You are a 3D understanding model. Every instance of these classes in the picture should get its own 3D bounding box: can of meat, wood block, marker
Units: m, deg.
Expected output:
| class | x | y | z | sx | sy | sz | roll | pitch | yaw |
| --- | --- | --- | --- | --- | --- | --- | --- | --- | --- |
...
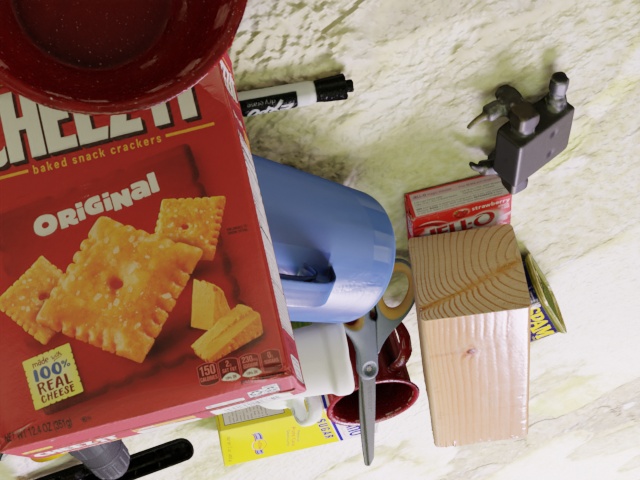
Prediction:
| class | x | y | z | sx | sy | sz | roll | pitch | yaw |
| --- | --- | --- | --- | --- | --- | --- | --- | --- | --- |
| can of meat | 0.184 | 0.067 | 1.042 | 0.084 | 0.057 | 0.102 | -22 | 145 | 15 |
| wood block | 0.134 | 0.091 | 0.945 | 0.091 | 0.090 | 0.206 | -8 | 140 | 3 |
| marker | -0.036 | -0.099 | 0.749 | 0.121 | 0.020 | 0.020 | -10 | 146 | -7 |

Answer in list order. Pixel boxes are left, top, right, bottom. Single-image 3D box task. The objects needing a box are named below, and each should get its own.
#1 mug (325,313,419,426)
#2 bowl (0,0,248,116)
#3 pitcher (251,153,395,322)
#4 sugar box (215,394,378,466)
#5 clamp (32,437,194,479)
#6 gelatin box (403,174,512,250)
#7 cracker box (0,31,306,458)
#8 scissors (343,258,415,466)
| class | x | y | z | sx | sy | sz | roll | pitch | yaw |
| --- | --- | --- | --- | --- | --- | --- | --- | --- | --- |
| mug | 0.048 | 0.118 | 1.039 | 0.093 | 0.081 | 0.117 | 9 | 140 | -31 |
| bowl | -0.121 | -0.141 | 0.569 | 0.162 | 0.162 | 0.055 | -5 | 176 | -14 |
| pitcher | -0.055 | 0.001 | 0.771 | 0.242 | 0.149 | 0.145 | 11 | 150 | -42 |
| sugar box | -0.023 | 0.190 | 1.149 | 0.176 | 0.048 | 0.093 | -9 | 146 | -7 |
| clamp | -0.253 | 0.260 | 1.106 | 0.210 | 0.036 | 0.164 | -17 | -174 | 31 |
| gelatin box | 0.118 | -0.018 | 0.917 | 0.089 | 0.030 | 0.073 | -14 | 146 | -2 |
| cracker box | -0.112 | 0.001 | 0.611 | 0.164 | 0.214 | 0.072 | -14 | 166 | 1 |
| scissors | 0.058 | 0.102 | 0.975 | 0.096 | 0.016 | 0.202 | -21 | 107 | -14 |
